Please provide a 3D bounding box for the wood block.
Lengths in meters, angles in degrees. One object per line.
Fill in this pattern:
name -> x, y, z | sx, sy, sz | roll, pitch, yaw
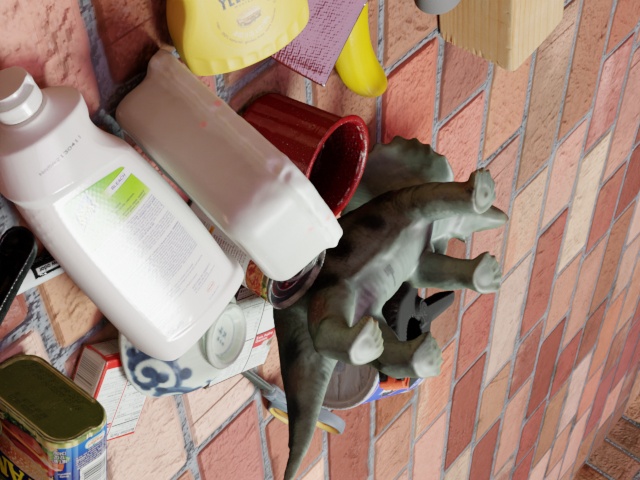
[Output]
wood block -> 0.164, -0.266, 0.965 | 0.090, 0.091, 0.206 | -46, 152, -21

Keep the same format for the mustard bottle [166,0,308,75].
mustard bottle -> -0.066, -0.197, 0.677 | 0.096, 0.058, 0.191 | -26, 144, -9

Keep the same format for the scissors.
scissors -> -0.031, 0.164, 1.103 | 0.201, 0.096, 0.016 | 67, 39, -62

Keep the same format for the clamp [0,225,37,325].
clamp -> -0.222, 0.071, 0.655 | 0.120, 0.039, 0.172 | -30, 142, -52

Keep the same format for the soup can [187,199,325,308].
soup can -> -0.056, 0.001, 0.863 | 0.068, 0.102, 0.068 | -40, 148, -31

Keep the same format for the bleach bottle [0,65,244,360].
bleach bottle -> -0.140, -0.023, 0.715 | 0.102, 0.068, 0.250 | -53, 143, -21

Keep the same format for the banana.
banana -> 0.031, -0.178, 0.893 | 0.069, 0.037, 0.198 | -44, 150, -25

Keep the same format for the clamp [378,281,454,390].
clamp -> 0.092, 0.066, 1.131 | 0.164, 0.036, 0.209 | 64, 31, -30

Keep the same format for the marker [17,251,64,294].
marker -> -0.173, 0.008, 0.763 | 0.120, 0.020, 0.020 | -29, 142, -44

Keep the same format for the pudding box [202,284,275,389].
pudding box -> -0.075, 0.072, 0.978 | 0.089, 0.039, 0.114 | -16, 130, -54

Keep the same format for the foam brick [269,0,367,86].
foam brick -> -0.009, -0.165, 0.801 | 0.051, 0.053, 0.078 | 22, 100, -26

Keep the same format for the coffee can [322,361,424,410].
coffee can -> 0.050, 0.126, 1.178 | 0.140, 0.103, 0.103 | 0, 119, -60

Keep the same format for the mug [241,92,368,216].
mug -> -0.015, -0.068, 0.874 | 0.117, 0.082, 0.093 | 22, 92, -64

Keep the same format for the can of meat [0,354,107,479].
can of meat -> -0.199, 0.143, 0.773 | 0.057, 0.102, 0.084 | -31, 141, -43

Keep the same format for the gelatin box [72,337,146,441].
gelatin box -> -0.173, 0.123, 0.875 | 0.073, 0.030, 0.089 | -8, 125, -59
